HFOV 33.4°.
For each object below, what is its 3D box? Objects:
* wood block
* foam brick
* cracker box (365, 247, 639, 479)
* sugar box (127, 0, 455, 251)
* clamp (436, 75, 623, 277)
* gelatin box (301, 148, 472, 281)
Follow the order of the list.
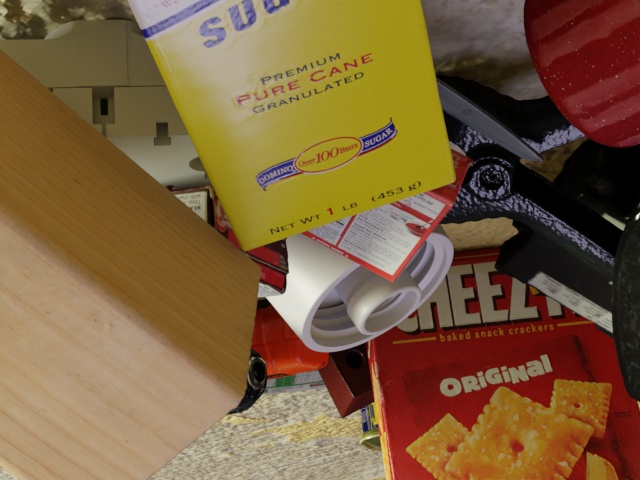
[{"bbox_3d":[-0.128,-0.004,0.381,0.206,0.091,0.090,41,114,-20],"label":"wood block"},{"bbox_3d":[0.041,0.087,0.791,0.078,0.053,0.051,-24,160,-16],"label":"foam brick"},{"bbox_3d":[0.119,0.112,0.695,0.164,0.214,0.072,-6,155,-3],"label":"cracker box"},{"bbox_3d":[-0.012,-0.076,0.367,0.093,0.048,0.176,-19,141,2],"label":"sugar box"},{"bbox_3d":[0.091,-0.046,0.506,0.171,0.039,0.120,13,124,3],"label":"clamp"},{"bbox_3d":[0.020,-0.025,0.498,0.073,0.030,0.089,28,150,-1],"label":"gelatin box"}]
